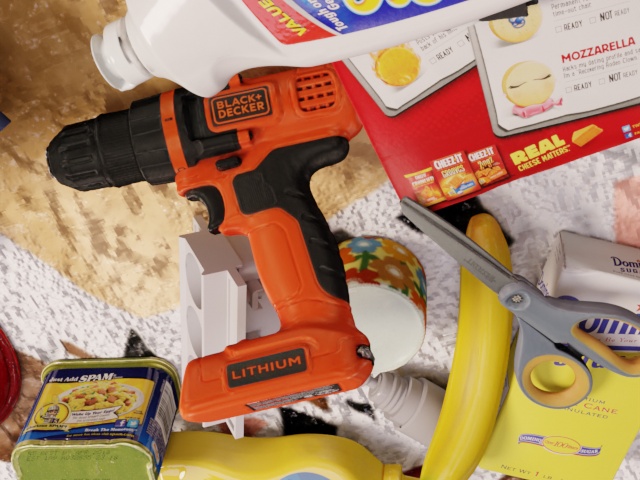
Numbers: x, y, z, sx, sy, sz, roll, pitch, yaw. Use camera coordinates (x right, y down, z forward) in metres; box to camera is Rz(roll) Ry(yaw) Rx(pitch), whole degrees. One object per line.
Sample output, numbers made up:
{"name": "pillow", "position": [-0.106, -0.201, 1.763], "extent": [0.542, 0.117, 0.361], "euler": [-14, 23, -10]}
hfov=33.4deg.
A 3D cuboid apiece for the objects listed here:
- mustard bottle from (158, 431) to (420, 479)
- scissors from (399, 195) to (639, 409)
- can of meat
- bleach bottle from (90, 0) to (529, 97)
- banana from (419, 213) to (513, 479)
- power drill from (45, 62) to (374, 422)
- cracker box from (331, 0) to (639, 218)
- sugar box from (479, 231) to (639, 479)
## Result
{"name": "mustard bottle", "position": [-0.017, 0.181, 0.772], "extent": [0.191, 0.058, 0.096], "euler": [-1, 125, 6]}
{"name": "scissors", "position": [0.109, 0.046, 0.626], "extent": [0.201, 0.016, 0.096], "euler": [23, 126, -18]}
{"name": "can of meat", "position": [-0.152, 0.129, 0.735], "extent": [0.102, 0.084, 0.057], "euler": [-3, 123, 7]}
{"name": "bleach bottle", "position": [0.016, -0.121, 0.467], "extent": [0.251, 0.068, 0.102], "euler": [-22, 117, 16]}
{"name": "banana", "position": [0.097, 0.080, 0.678], "extent": [0.037, 0.069, 0.198], "euler": [14, 99, 23]}
{"name": "power drill", "position": [-0.054, 0.001, 0.588], "extent": [0.184, 0.187, 0.057], "euler": [-13, 166, 6]}
{"name": "cracker box", "position": [0.079, -0.135, 0.541], "extent": [0.164, 0.072, 0.213], "euler": [-20, 119, 17]}
{"name": "sugar box", "position": [0.171, 0.084, 0.694], "extent": [0.093, 0.048, 0.176], "euler": [12, 125, -2]}
